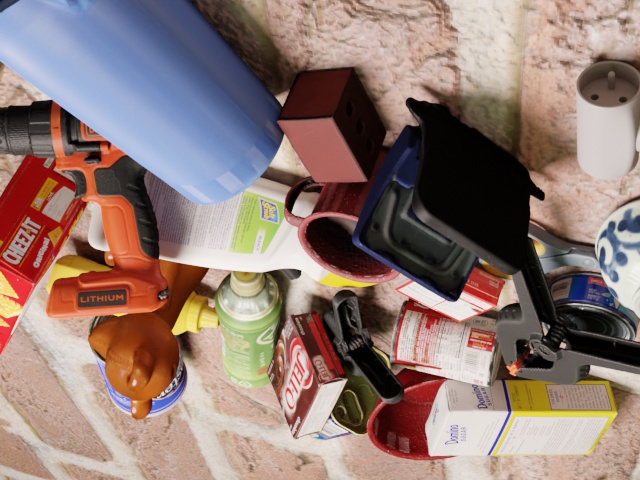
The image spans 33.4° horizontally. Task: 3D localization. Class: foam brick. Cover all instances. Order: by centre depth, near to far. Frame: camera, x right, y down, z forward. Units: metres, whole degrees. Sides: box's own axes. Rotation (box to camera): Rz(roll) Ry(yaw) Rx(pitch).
[{"bbox_3d":[0.010,-0.089,0.840,0.051,0.053,0.078,1,145,30],"label":"foam brick"}]

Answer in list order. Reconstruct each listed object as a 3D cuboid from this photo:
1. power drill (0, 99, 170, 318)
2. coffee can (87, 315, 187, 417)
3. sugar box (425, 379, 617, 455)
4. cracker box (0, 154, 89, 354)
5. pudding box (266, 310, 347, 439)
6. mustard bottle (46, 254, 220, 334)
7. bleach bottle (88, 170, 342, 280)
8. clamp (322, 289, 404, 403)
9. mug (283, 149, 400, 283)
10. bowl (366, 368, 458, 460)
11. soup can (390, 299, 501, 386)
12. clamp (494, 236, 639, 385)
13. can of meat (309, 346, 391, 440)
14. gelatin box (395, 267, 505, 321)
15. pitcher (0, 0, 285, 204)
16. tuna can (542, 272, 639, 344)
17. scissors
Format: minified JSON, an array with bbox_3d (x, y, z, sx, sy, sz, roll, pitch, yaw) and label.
[{"bbox_3d":[-0.204,-0.029,0.918,0.184,0.188,0.057,-3,-174,-1],"label":"power drill"},{"bbox_3d":[-0.220,0.141,1.298,0.103,0.102,0.140,15,149,10],"label":"coffee can"},{"bbox_3d":[0.204,0.183,1.100,0.176,0.048,0.093,4,140,-7],"label":"sugar box"},{"bbox_3d":[-0.293,0.001,1.059,0.072,0.164,0.214,30,148,-11],"label":"cracker box"},{"bbox_3d":[-0.016,0.143,1.134,0.039,0.090,0.114,-9,143,-23],"label":"pudding box"},{"bbox_3d":[-0.203,0.066,1.203,0.192,0.058,0.096,14,173,10],"label":"mustard bottle"},{"bbox_3d":[-0.079,-0.011,0.974,0.251,0.102,0.068,15,-174,10],"label":"bleach bottle"},{"bbox_3d":[0.039,0.113,1.091,0.039,0.120,0.171,-22,173,-7],"label":"clamp"},{"bbox_3d":[0.027,-0.026,0.899,0.117,0.081,0.093,11,146,19],"label":"mug"},{"bbox_3d":[0.127,0.174,1.156,0.162,0.055,0.162,-4,139,-4],"label":"bowl"},{"bbox_3d":[0.127,0.102,1.059,0.102,0.068,0.068,11,149,15],"label":"soup can"},{"bbox_3d":[0.212,0.087,0.924,0.165,0.036,0.210,37,159,12],"label":"clamp"},{"bbox_3d":[0.024,0.173,1.203,0.057,0.102,0.084,32,150,-20],"label":"can of meat"},{"bbox_3d":[0.119,0.042,0.992,0.073,0.030,0.089,25,161,-8],"label":"gelatin box"},{"bbox_3d":[-0.143,-0.137,0.799,0.145,0.149,0.242,-23,134,29],"label":"pitcher"},{"bbox_3d":[0.244,0.066,0.963,0.086,0.033,0.086,15,149,9],"label":"tuna can"},{"bbox_3d":[0.221,0.022,0.926,0.202,0.016,0.096,17,151,6],"label":"scissors"}]
